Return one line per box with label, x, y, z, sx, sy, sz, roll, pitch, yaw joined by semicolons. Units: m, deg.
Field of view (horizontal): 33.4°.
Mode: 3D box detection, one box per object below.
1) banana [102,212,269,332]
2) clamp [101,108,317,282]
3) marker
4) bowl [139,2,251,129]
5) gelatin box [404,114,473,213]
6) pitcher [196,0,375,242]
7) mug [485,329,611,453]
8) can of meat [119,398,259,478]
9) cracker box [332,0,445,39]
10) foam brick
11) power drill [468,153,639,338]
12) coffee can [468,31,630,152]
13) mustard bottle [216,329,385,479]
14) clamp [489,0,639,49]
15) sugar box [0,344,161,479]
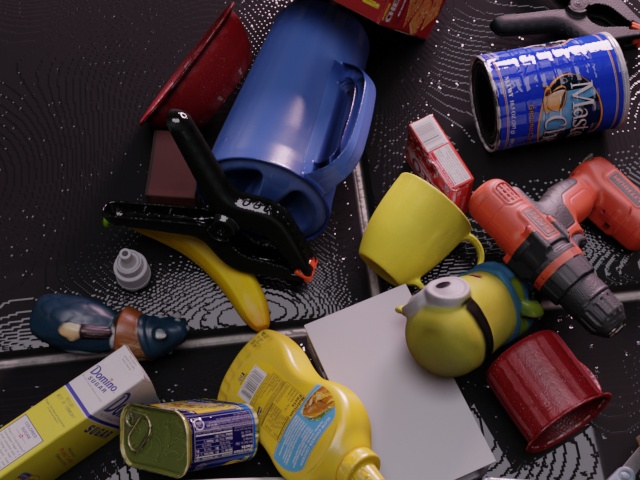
banana;-0.122;0.018;1.071;0.198;0.037;0.069;33;56;8
clamp;-0.090;-0.029;1.005;0.210;0.165;0.036;27;46;-8
marker;-0.057;0.001;1.093;0.121;0.020;0.020;41;72;18
bowl;-0.121;-0.169;1.118;0.055;0.162;0.162;37;68;-13
gelatin box;0.121;-0.073;1.095;0.030;0.073;0.089;-26;68;-10
pitcher;-0.019;-0.128;1.080;0.149;0.145;0.242;15;57;4
mug;0.216;0.136;0.995;0.117;0.093;0.081;-10;55;-38
can of meat;-0.117;0.173;0.954;0.083;0.102;0.057;-1;89;-44
cracker box;0.033;-0.282;1.121;0.164;0.213;0.072;29;103;13
foam brick;-0.149;-0.068;1.109;0.051;0.053;0.078;3;66;2
power drill;0.254;-0.003;1.024;0.187;0.057;0.184;-22;64;-44
coffee can;0.237;-0.155;1.116;0.140;0.103;0.103;-11;65;-4
mustard bottle;-0.010;0.165;0.949;0.192;0.058;0.096;36;95;41
clamp;0.282;-0.265;1.204;0.171;0.039;0.120;14;70;0
sugar box;-0.233;0.174;0.973;0.176;0.093;0.048;-32;69;-13
